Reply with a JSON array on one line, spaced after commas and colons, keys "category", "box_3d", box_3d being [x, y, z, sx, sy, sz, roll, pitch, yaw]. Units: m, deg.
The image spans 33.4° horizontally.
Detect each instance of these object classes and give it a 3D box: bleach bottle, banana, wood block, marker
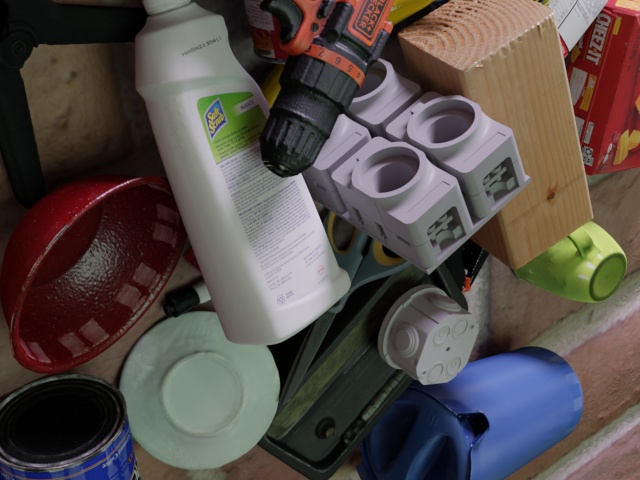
[{"category": "bleach bottle", "box_3d": [-0.060, -0.059, 0.730, 0.102, 0.068, 0.251, -37, 115, -44]}, {"category": "banana", "box_3d": [0.018, -0.152, 0.812, 0.197, 0.070, 0.037, -38, 111, -6]}, {"category": "wood block", "box_3d": [0.146, -0.090, 0.863, 0.090, 0.090, 0.206, -32, 130, -12]}, {"category": "marker", "box_3d": [-0.076, 0.031, 0.875, 0.121, 0.020, 0.020, -27, 130, -26]}]

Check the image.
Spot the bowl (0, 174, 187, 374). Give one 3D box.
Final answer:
[{"category": "bowl", "box_3d": [-0.166, 0.012, 0.738, 0.162, 0.055, 0.162, -43, 156, -26]}]

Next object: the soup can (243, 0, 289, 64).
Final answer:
[{"category": "soup can", "box_3d": [-0.023, -0.186, 0.755, 0.068, 0.069, 0.102, -29, 130, -25]}]

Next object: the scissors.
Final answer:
[{"category": "scissors", "box_3d": [0.031, 0.047, 0.894, 0.016, 0.096, 0.201, 67, 33, -71]}]

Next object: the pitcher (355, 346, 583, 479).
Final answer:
[{"category": "pitcher", "box_3d": [0.156, 0.188, 1.093, 0.242, 0.149, 0.145, -12, 116, -46]}]

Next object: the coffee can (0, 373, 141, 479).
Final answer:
[{"category": "coffee can", "box_3d": [-0.187, 0.188, 0.812, 0.102, 0.103, 0.140, -24, 128, -28]}]

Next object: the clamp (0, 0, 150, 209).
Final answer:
[{"category": "clamp", "box_3d": [-0.187, -0.131, 0.668, 0.164, 0.036, 0.209, -49, 140, -8]}]

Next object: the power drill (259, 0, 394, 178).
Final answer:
[{"category": "power drill", "box_3d": [-0.039, -0.154, 0.663, 0.187, 0.057, 0.184, 30, 79, -35]}]
